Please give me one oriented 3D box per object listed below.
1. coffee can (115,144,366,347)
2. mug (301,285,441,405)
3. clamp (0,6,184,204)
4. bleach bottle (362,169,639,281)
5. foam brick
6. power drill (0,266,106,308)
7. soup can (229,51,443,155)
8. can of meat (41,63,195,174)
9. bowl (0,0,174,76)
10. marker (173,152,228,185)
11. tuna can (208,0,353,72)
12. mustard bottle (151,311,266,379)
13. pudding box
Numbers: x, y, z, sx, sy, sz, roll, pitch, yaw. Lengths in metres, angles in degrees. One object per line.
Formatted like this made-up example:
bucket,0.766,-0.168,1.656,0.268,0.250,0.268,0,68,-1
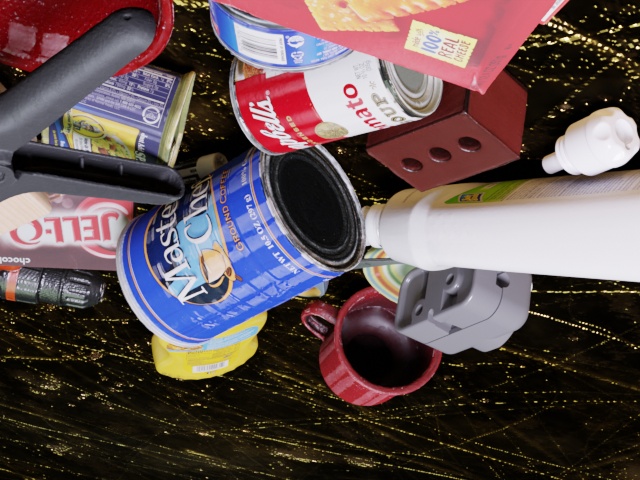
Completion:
coffee can,-0.055,0.001,0.725,0.141,0.103,0.102,-28,134,32
mug,0.036,0.088,0.905,0.117,0.093,0.082,28,156,-4
clamp,-0.176,-0.046,0.595,0.210,0.036,0.164,-17,151,-2
bleach bottle,0.140,-0.011,0.685,0.251,0.068,0.102,1,-166,36
foam brick,0.074,-0.070,0.627,0.053,0.051,0.078,32,146,-33
power drill,-0.269,-0.003,0.885,0.184,0.057,0.188,12,152,-6
soup can,0.009,-0.091,0.599,0.102,0.068,0.068,-10,145,35
can of meat,-0.132,-0.078,0.692,0.084,0.057,0.102,17,152,-5
bowl,-0.149,-0.154,0.557,0.162,0.055,0.162,10,152,5
marker,-0.119,-0.045,0.786,0.121,0.020,0.020,-9,146,34
tuna can,-0.014,-0.126,0.523,0.086,0.086,0.034,8,150,8
mustard bottle,-0.096,0.070,0.920,0.096,0.058,0.192,-8,161,-12
pudding box,-0.189,-0.026,0.770,0.113,0.039,0.090,3,119,-5
